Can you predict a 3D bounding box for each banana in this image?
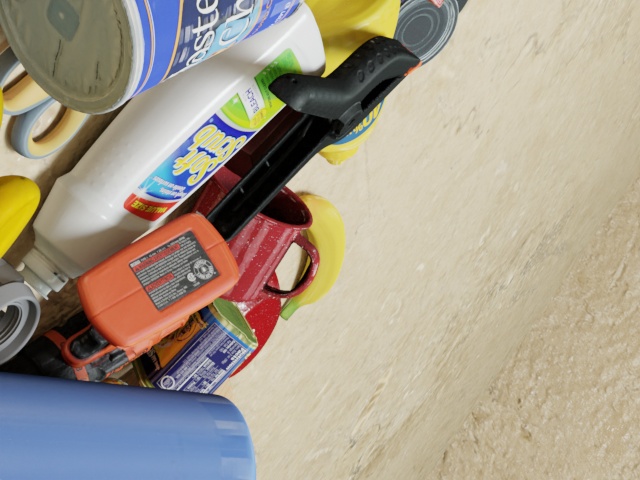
[{"bbox_3d":[-0.003,0.011,1.078,0.069,0.037,0.198,-43,156,-33],"label":"banana"}]

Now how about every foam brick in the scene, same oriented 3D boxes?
[{"bbox_3d":[-0.045,-0.089,0.807,0.078,0.053,0.051,-48,159,-19],"label":"foam brick"}]

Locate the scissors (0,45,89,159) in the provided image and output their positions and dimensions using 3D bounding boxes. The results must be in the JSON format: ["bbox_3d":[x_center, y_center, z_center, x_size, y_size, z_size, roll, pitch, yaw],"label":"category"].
[{"bbox_3d":[-0.122,-0.115,0.648,0.201,0.016,0.096,-38,155,-40],"label":"scissors"}]

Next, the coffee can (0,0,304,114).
[{"bbox_3d":[-0.086,-0.140,0.564,0.140,0.103,0.103,-37,153,-41],"label":"coffee can"}]

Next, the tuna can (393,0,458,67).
[{"bbox_3d":[0.076,-0.187,0.915,0.086,0.034,0.086,-24,144,-20],"label":"tuna can"}]

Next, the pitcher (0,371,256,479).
[{"bbox_3d":[-0.170,0.142,0.631,0.242,0.149,0.145,8,112,-31],"label":"pitcher"}]

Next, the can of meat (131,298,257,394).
[{"bbox_3d":[-0.103,0.082,0.853,0.084,0.102,0.057,-46,120,3],"label":"can of meat"}]

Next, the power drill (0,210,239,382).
[{"bbox_3d":[-0.146,0.058,0.715,0.184,0.057,0.188,-34,179,-33],"label":"power drill"}]

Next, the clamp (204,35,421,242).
[{"bbox_3d":[0.008,-0.096,0.750,0.209,0.036,0.165,-41,171,-33],"label":"clamp"}]

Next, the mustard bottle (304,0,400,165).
[{"bbox_3d":[0.015,-0.127,0.875,0.096,0.058,0.192,-37,155,-23],"label":"mustard bottle"}]

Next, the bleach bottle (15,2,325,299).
[{"bbox_3d":[-0.103,-0.061,0.711,0.250,0.068,0.102,-49,163,-10],"label":"bleach bottle"}]

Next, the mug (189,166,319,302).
[{"bbox_3d":[-0.055,0.001,0.839,0.082,0.117,0.093,-58,176,20],"label":"mug"}]
